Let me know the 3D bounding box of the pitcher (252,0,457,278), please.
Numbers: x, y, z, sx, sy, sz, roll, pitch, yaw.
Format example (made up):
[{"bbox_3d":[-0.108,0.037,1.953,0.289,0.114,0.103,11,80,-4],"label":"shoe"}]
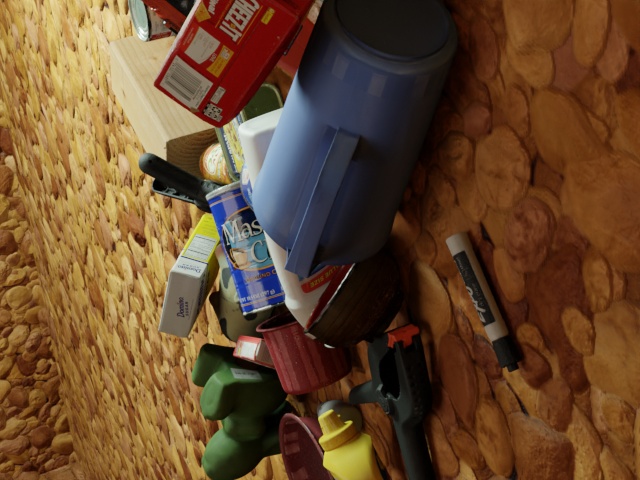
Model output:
[{"bbox_3d":[0.025,-0.089,0.884,0.149,0.144,0.243,61,152,27],"label":"pitcher"}]

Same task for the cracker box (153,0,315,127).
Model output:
[{"bbox_3d":[-0.026,-0.206,0.809,0.072,0.213,0.164,35,147,-7],"label":"cracker box"}]

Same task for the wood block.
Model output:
[{"bbox_3d":[-0.201,-0.177,1.409,0.206,0.090,0.091,57,154,33],"label":"wood block"}]

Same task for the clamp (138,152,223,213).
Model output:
[{"bbox_3d":[-0.141,-0.057,1.280,0.120,0.171,0.039,43,-114,-76],"label":"clamp"}]

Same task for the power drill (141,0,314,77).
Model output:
[{"bbox_3d":[-0.083,-0.212,1.077,0.188,0.184,0.057,21,82,47],"label":"power drill"}]

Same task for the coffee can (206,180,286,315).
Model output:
[{"bbox_3d":[-0.058,0.001,1.183,0.103,0.102,0.140,-20,88,68],"label":"coffee can"}]

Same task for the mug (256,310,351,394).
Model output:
[{"bbox_3d":[-0.020,0.121,1.198,0.117,0.093,0.081,-8,103,64],"label":"mug"}]

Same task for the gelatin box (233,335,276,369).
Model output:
[{"bbox_3d":[-0.051,0.142,1.290,0.073,0.089,0.030,-2,70,66],"label":"gelatin box"}]

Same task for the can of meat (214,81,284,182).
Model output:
[{"bbox_3d":[-0.074,-0.121,1.196,0.084,0.057,0.102,-15,93,66],"label":"can of meat"}]

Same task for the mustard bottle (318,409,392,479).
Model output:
[{"bbox_3d":[0.053,0.262,1.109,0.191,0.058,0.096,59,178,0],"label":"mustard bottle"}]

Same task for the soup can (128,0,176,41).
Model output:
[{"bbox_3d":[-0.164,-0.272,1.237,0.069,0.102,0.068,48,148,45],"label":"soup can"}]

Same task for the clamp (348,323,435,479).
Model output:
[{"bbox_3d":[0.081,0.165,1.060,0.165,0.036,0.210,56,156,32],"label":"clamp"}]

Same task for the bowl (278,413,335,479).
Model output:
[{"bbox_3d":[0.009,0.277,1.285,0.162,0.055,0.162,48,147,46],"label":"bowl"}]

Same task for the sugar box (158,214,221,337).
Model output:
[{"bbox_3d":[-0.162,0.044,1.393,0.176,0.048,0.093,-78,3,-63],"label":"sugar box"}]

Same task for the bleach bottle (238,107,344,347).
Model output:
[{"bbox_3d":[-0.004,-0.010,1.083,0.068,0.102,0.251,-142,34,-64],"label":"bleach bottle"}]

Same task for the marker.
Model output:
[{"bbox_3d":[0.135,0.051,0.877,0.121,0.020,0.020,68,157,12],"label":"marker"}]
